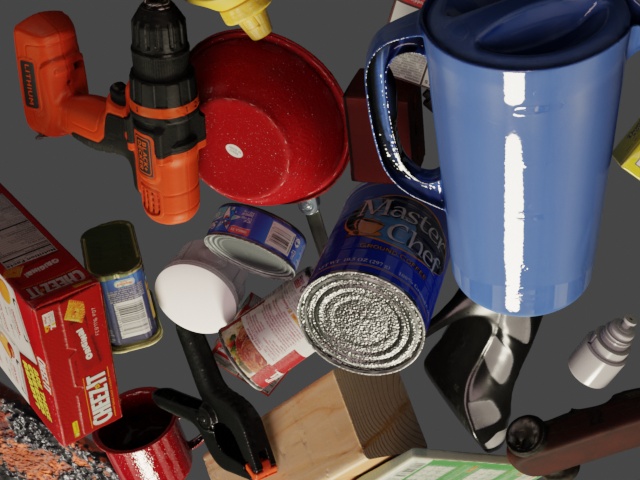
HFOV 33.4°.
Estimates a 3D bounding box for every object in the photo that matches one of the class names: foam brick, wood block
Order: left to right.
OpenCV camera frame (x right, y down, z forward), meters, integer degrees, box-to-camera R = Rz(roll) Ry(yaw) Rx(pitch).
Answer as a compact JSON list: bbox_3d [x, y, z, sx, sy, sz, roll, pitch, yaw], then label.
[{"bbox_3d":[-0.009,0.205,1.034,0.206,0.090,0.090,-38,64,36],"label":"wood block"},{"bbox_3d":[0.052,-0.090,0.840,0.051,0.053,0.078,4,127,17],"label":"foam brick"}]

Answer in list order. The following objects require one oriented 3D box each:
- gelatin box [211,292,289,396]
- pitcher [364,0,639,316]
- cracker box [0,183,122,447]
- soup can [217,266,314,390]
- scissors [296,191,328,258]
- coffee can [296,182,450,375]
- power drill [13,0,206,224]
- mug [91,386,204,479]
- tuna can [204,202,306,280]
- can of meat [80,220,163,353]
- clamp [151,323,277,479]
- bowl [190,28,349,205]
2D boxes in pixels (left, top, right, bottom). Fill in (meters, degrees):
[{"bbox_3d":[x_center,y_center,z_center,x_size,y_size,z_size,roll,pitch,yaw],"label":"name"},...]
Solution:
[{"bbox_3d":[-0.058,0.101,1.036,0.073,0.030,0.089,31,130,-6],"label":"gelatin box"},{"bbox_3d":[0.131,-0.063,0.748,0.149,0.144,0.243,35,148,37],"label":"pitcher"},{"bbox_3d":[-0.270,0.061,0.992,0.214,0.072,0.164,36,140,40],"label":"cracker box"},{"bbox_3d":[-0.032,0.078,0.961,0.102,0.068,0.068,-36,109,7],"label":"soup can"},{"bbox_3d":[-0.029,-0.043,0.927,0.096,0.016,0.202,11,127,15],"label":"scissors"},{"bbox_3d":[0.049,0.025,0.868,0.103,0.140,0.103,10,127,13],"label":"coffee can"},{"bbox_3d":[-0.167,-0.121,0.846,0.188,0.057,0.184,29,132,35],"label":"power drill"},{"bbox_3d":[-0.173,0.211,1.131,0.117,0.093,0.081,-22,127,-9],"label":"mug"},{"bbox_3d":[-0.056,0.001,0.934,0.086,0.033,0.086,20,162,7],"label":"tuna can"},{"bbox_3d":[-0.187,0.041,0.994,0.057,0.102,0.084,-14,122,-10],"label":"can of meat"},{"bbox_3d":[-0.100,0.155,1.023,0.172,0.039,0.120,36,133,32],"label":"clamp"},{"bbox_3d":[-0.057,-0.086,0.861,0.162,0.055,0.162,12,127,16],"label":"bowl"}]
